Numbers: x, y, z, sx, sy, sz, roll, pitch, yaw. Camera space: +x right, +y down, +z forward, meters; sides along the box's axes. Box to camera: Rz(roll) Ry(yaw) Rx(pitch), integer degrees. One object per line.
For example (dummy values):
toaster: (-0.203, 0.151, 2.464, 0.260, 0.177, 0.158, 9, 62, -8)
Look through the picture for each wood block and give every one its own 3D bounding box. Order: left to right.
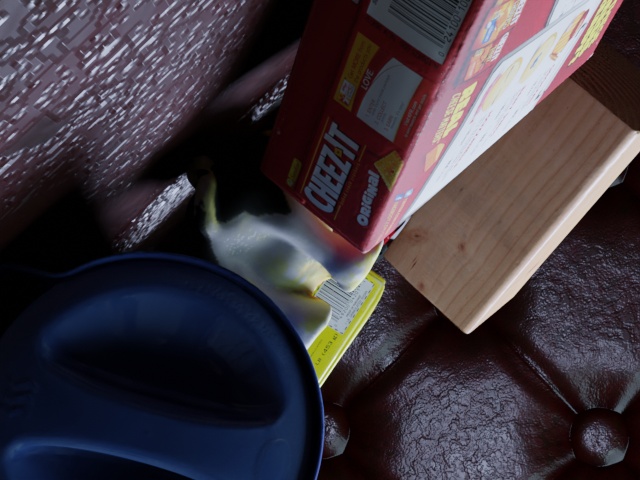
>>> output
wood block: (0.148, -0.041, 0.773, 0.090, 0.090, 0.206, -29, 158, -50)

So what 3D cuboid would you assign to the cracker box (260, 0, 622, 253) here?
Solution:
cracker box: (0.078, -0.114, 0.464, 0.213, 0.072, 0.164, -41, 163, -37)

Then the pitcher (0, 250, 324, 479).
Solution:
pitcher: (-0.077, 0.087, 0.503, 0.145, 0.149, 0.243, -2, 176, -11)
